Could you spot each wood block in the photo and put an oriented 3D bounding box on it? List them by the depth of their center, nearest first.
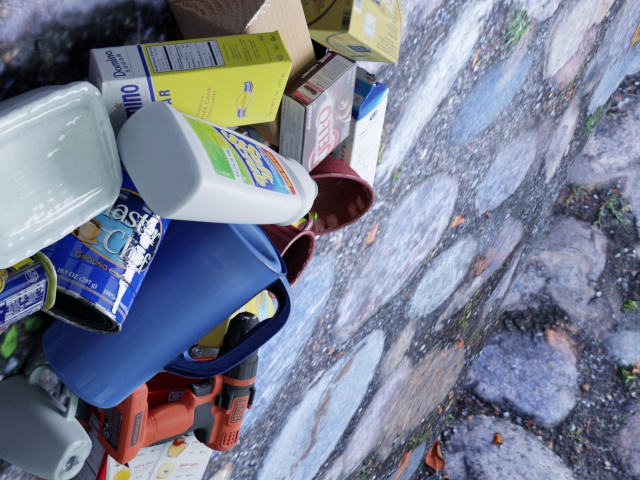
[{"bbox_3d":[-0.070,-0.197,1.086,0.090,0.090,0.206,-54,158,-16],"label":"wood block"}]

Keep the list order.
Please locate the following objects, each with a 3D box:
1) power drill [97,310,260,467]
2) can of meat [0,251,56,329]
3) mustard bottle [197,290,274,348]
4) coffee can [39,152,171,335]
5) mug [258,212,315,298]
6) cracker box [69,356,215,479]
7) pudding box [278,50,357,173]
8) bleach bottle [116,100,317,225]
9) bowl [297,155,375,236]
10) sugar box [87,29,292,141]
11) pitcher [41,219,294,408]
[{"bbox_3d":[-0.153,0.173,1.216,0.187,0.057,0.184,-6,119,-40],"label":"power drill"},{"bbox_3d":[-0.286,0.032,0.885,0.083,0.102,0.057,-32,146,-47],"label":"can of meat"},{"bbox_3d":[-0.102,0.093,1.354,0.191,0.058,0.096,25,67,-71],"label":"mustard bottle"},{"bbox_3d":[-0.203,0.002,0.983,0.103,0.103,0.140,73,35,-62],"label":"coffee can"},{"bbox_3d":[-0.058,0.002,1.282,0.117,0.082,0.093,-52,157,-19],"label":"mug"},{"bbox_3d":[-0.214,0.250,1.319,0.163,0.072,0.214,0,120,-43],"label":"cracker box"},{"bbox_3d":[-0.004,-0.133,1.135,0.090,0.039,0.113,-47,155,-33],"label":"pudding box"},{"bbox_3d":[-0.079,-0.064,1.014,0.068,0.102,0.250,-37,162,23],"label":"bleach bottle"},{"bbox_3d":[-0.014,-0.064,1.368,0.162,0.055,0.162,-10,154,-5],"label":"bowl"},{"bbox_3d":[-0.121,-0.139,0.969,0.176,0.048,0.093,-13,153,-21],"label":"sugar box"},{"bbox_3d":[-0.155,0.065,1.084,0.243,0.149,0.144,-41,136,8],"label":"pitcher"}]
